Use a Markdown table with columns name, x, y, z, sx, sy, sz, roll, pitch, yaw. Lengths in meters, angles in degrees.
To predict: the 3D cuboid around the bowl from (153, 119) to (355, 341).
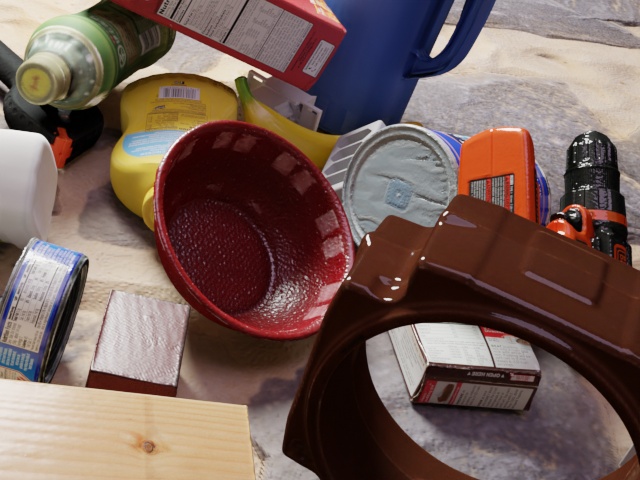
| name | x | y | z | sx | sy | sz | roll | pitch | yaw |
| --- | --- | --- | --- | --- | --- | --- | --- | --- | --- |
| bowl | -0.055 | 0.001 | 0.731 | 0.161 | 0.055 | 0.162 | 20 | 55 | -31 |

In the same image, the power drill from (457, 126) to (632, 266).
| name | x | y | z | sx | sy | sz | roll | pitch | yaw |
| --- | --- | --- | --- | --- | --- | --- | --- | --- | --- |
| power drill | 0.170 | -0.016 | 0.774 | 0.187 | 0.057 | 0.184 | 23 | 63 | -47 |

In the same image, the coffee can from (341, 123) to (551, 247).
| name | x | y | z | sx | sy | sz | roll | pitch | yaw |
| --- | --- | --- | --- | --- | --- | --- | --- | --- | --- |
| coffee can | 0.098 | -0.031 | 0.816 | 0.140 | 0.103 | 0.103 | 2 | 34 | -51 |

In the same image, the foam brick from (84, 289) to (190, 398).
| name | x | y | z | sx | sy | sz | roll | pitch | yaw |
| --- | --- | --- | --- | --- | --- | --- | --- | --- | --- |
| foam brick | -0.109 | 0.075 | 0.631 | 0.051 | 0.053 | 0.078 | 14 | 34 | -9 |

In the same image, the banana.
| name | x | y | z | sx | sy | sz | roll | pitch | yaw |
| --- | --- | --- | --- | --- | --- | --- | --- | --- | --- |
| banana | 0.011 | -0.087 | 0.920 | 0.197 | 0.069 | 0.037 | 10 | 4 | -34 |

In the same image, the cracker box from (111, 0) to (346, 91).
| name | x | y | z | sx | sy | sz | roll | pitch | yaw |
| --- | --- | --- | --- | --- | --- | --- | --- | --- | --- |
| cracker box | -0.100 | -0.221 | 0.897 | 0.213 | 0.072 | 0.164 | 21 | 25 | -28 |

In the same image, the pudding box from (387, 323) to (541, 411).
| name | x | y | z | sx | sy | sz | roll | pitch | yaw |
| --- | --- | --- | --- | --- | --- | --- | --- | --- | --- |
| pudding box | 0.097 | 0.068 | 0.761 | 0.090 | 0.039 | 0.113 | 6 | 32 | -15 |

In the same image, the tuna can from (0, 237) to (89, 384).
| name | x | y | z | sx | sy | sz | roll | pitch | yaw |
| --- | --- | --- | --- | --- | --- | --- | --- | --- | --- |
| tuna can | -0.163 | 0.044 | 0.620 | 0.033 | 0.086 | 0.086 | 18 | 33 | -6 |

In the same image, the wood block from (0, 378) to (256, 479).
| name | x | y | z | sx | sy | sz | roll | pitch | yaw |
| --- | --- | --- | --- | --- | --- | --- | --- | --- | --- |
| wood block | -0.141 | 0.127 | 0.506 | 0.205 | 0.090 | 0.091 | 9 | 33 | -15 |

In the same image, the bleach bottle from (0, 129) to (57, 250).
| name | x | y | z | sx | sy | sz | roll | pitch | yaw |
| --- | --- | --- | --- | --- | --- | --- | --- | --- | --- |
| bleach bottle | -0.304 | -0.048 | 0.689 | 0.250 | 0.103 | 0.068 | 8 | 75 | -6 |

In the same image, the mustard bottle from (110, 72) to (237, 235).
| name | x | y | z | sx | sy | sz | roll | pitch | yaw |
| --- | --- | --- | --- | --- | --- | --- | --- | --- | --- |
| mustard bottle | -0.112 | -0.063 | 0.824 | 0.096 | 0.058 | 0.191 | 3 | 35 | -7 |

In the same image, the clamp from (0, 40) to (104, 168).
| name | x | y | z | sx | sy | sz | roll | pitch | yaw |
| --- | --- | --- | --- | --- | --- | --- | --- | --- | --- |
| clamp | -0.228 | -0.119 | 0.866 | 0.120 | 0.039 | 0.171 | 9 | 30 | -15 |

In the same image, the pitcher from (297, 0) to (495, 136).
| name | x | y | z | sx | sy | sz | roll | pitch | yaw |
| --- | --- | --- | --- | --- | --- | --- | --- | --- | --- |
| pitcher | 0.063 | -0.210 | 0.960 | 0.145 | 0.243 | 0.149 | 14 | 33 | -9 |
